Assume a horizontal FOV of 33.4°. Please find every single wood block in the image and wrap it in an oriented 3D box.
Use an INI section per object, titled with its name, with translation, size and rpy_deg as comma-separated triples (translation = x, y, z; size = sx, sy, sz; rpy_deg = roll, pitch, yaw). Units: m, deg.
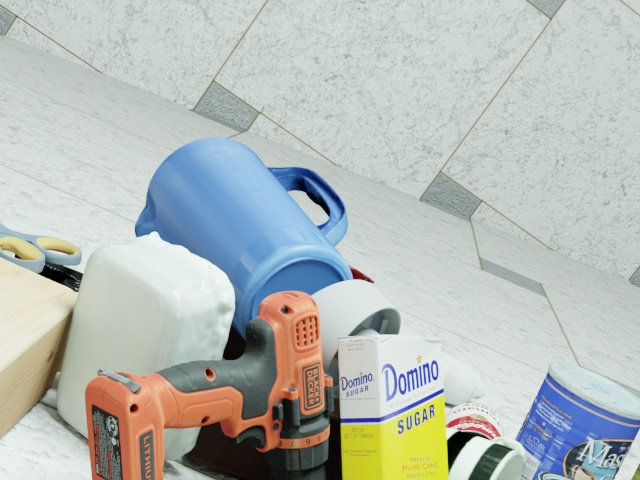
[wood block]
translation = -0.250, 0.086, 0.759
size = 0.090, 0.091, 0.206
rpy_deg = 24, 11, 0

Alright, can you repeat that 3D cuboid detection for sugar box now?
[sugar box]
translation = 0.058, 0.161, 0.811
size = 0.048, 0.176, 0.093
rpy_deg = -6, -9, 37

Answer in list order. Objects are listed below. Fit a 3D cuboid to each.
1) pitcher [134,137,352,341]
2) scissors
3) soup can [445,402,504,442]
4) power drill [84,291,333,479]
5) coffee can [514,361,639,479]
[pitcher]
translation = -0.056, 0.001, 0.984
size = 0.144, 0.149, 0.243
rpy_deg = 28, 10, -34
[scissors]
translation = -0.314, -0.007, 1.103
size = 0.096, 0.016, 0.202
rpy_deg = 2, 19, -34
[soup can]
translation = 0.147, 0.204, 1.044
size = 0.068, 0.068, 0.102
rpy_deg = 24, 11, 6
[power drill]
translation = -0.070, 0.140, 0.758
size = 0.187, 0.184, 0.057
rpy_deg = -14, 15, -41
[coffee can]
translation = 0.243, 0.204, 1.043
size = 0.102, 0.140, 0.103
rpy_deg = 22, 11, -5
